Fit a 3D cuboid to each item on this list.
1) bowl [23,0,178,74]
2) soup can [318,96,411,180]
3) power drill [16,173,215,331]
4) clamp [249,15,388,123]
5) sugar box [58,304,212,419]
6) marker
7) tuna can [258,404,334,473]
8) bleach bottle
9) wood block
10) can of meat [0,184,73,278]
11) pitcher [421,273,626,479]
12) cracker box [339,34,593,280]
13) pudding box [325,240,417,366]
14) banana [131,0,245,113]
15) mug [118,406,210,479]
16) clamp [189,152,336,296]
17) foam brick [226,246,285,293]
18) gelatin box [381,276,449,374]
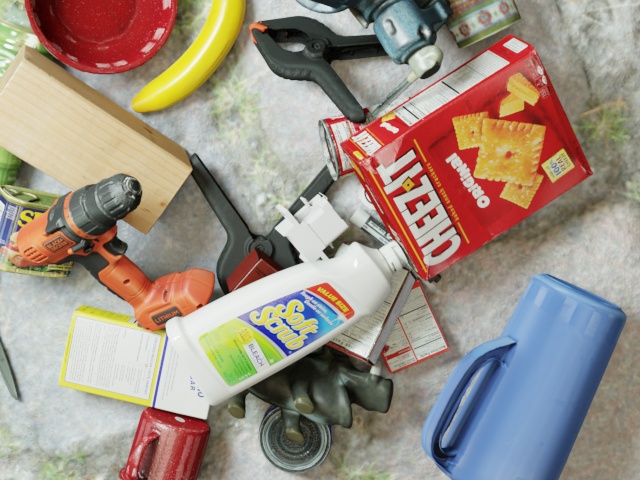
[{"bbox_3d":[-0.238,-0.259,1.148,0.162,0.055,0.162,-3,98,-18],"label":"bowl"},{"bbox_3d":[0.056,-0.110,1.142,0.102,0.068,0.068,-16,96,-7],"label":"soup can"},{"bbox_3d":[-0.202,0.014,1.125,0.185,0.057,0.187,-22,129,39],"label":"power drill"},{"bbox_3d":[0.008,-0.203,1.143,0.171,0.039,0.120,32,61,18],"label":"clamp"},{"bbox_3d":[-0.203,0.138,1.222,0.176,0.048,0.093,13,98,0],"label":"sugar box"},{"bbox_3d":[0.085,0.007,1.190,0.121,0.020,0.020,38,99,-1],"label":"marker"},{"bbox_3d":[-0.028,0.222,1.223,0.086,0.033,0.086,1,98,5],"label":"tuna can"},{"bbox_3d":[-0.028,0.068,1.107,0.251,0.068,0.102,-30,106,-3],"label":"bleach bottle"},{"bbox_3d":[-0.249,-0.107,1.132,0.206,0.091,0.090,33,100,-23],"label":"wood block"},{"bbox_3d":[-0.316,-0.008,1.188,0.101,0.058,0.084,11,105,-37],"label":"can of meat"},{"bbox_3d":[0.220,0.160,1.143,0.145,0.149,0.243,26,96,19],"label":"pitcher"},{"bbox_3d":[0.153,-0.083,1.102,0.213,0.072,0.164,-33,118,-2],"label":"cracker box"},{"bbox_3d":[0.040,0.068,1.164,0.090,0.039,0.113,24,81,20],"label":"pudding box"},{"bbox_3d":[-0.135,-0.213,1.173,0.070,0.037,0.198,35,98,24],"label":"banana"},{"bbox_3d":[-0.179,0.238,1.201,0.093,0.117,0.081,19,95,26],"label":"mug"},{"bbox_3d":[-0.058,0.001,1.193,0.164,0.036,0.210,-4,101,-1],"label":"clamp"},{"bbox_3d":[-0.055,0.054,1.159,0.078,0.051,0.053,41,94,-16],"label":"foam brick"},{"bbox_3d":[0.094,0.096,1.197,0.073,0.030,0.089,-24,94,7],"label":"gelatin box"}]
